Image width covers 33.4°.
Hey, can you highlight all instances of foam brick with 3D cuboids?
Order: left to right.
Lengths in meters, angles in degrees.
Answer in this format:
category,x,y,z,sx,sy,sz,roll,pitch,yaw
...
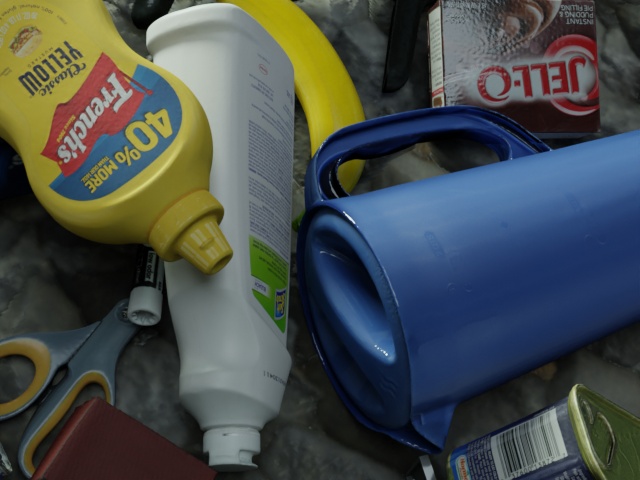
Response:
category,x,y,z,sx,sy,sz,roll,pitch,yaw
foam brick,-0.104,0.124,0.553,0.078,0.053,0.051,35,64,-12

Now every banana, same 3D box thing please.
category,x,y,z,sx,sy,sz,roll,pitch,yaw
banana,-0.014,-0.103,0.699,0.069,0.037,0.198,-13,69,-19

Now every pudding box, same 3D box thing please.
category,x,y,z,sx,sy,sz,roll,pitch,yaw
pudding box,0.130,-0.114,0.718,0.113,0.039,0.090,-2,86,-9

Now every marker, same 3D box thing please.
category,x,y,z,sx,sy,sz,roll,pitch,yaw
marker,-0.098,-0.005,0.634,0.020,0.020,0.121,6,54,-7

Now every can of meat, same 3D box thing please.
category,x,y,z,sx,sy,sz,roll,pitch,yaw
can of meat,0.127,0.127,0.563,0.102,0.084,0.057,30,39,-42

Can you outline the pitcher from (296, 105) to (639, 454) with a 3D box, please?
category,x,y,z,sx,sy,sz,roll,pitch,yaw
pitcher,0.113,0.003,0.623,0.242,0.149,0.145,-17,30,-22

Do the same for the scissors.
category,x,y,z,sx,sy,sz,roll,pitch,yaw
scissors,-0.133,0.043,0.620,0.096,0.016,0.201,22,62,1

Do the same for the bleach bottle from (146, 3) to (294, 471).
category,x,y,z,sx,sy,sz,roll,pitch,yaw
bleach bottle,-0.054,0.001,0.602,0.068,0.102,0.251,-10,69,23

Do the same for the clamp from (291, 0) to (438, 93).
category,x,y,z,sx,sy,sz,roll,pitch,yaw
clamp,0.059,-0.181,0.755,0.171,0.039,0.120,-38,82,-17

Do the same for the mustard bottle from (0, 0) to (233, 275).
category,x,y,z,sx,sy,sz,roll,pitch,yaw
mustard bottle,-0.113,-0.056,0.553,0.096,0.058,0.192,-41,76,-10
